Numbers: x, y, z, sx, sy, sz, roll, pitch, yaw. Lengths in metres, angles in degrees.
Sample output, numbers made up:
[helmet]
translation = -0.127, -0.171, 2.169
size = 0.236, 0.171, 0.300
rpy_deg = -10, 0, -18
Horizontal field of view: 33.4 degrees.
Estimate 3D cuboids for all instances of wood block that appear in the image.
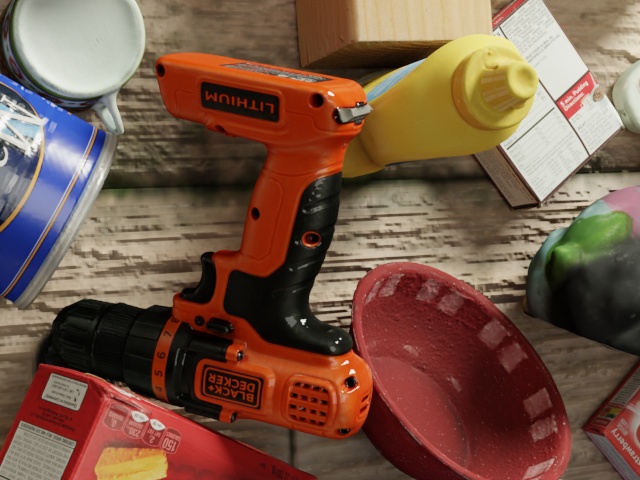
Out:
[wood block]
translation = 0.035, -0.212, 0.632
size = 0.090, 0.091, 0.206
rpy_deg = -4, 91, -21

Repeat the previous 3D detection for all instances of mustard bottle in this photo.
[mustard bottle]
translation = 0.060, -0.074, 0.584
size = 0.096, 0.192, 0.058
rpy_deg = -26, 98, -19

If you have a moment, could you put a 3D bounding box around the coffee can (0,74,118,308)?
[coffee can]
translation = -0.188, -0.042, 0.538
size = 0.140, 0.103, 0.103
rpy_deg = 29, 79, -18

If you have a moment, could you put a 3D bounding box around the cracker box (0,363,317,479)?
[cracker box]
translation = -0.107, 0.192, 0.544
size = 0.164, 0.072, 0.213
rpy_deg = 35, 70, -42

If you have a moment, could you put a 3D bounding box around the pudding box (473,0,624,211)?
[pudding box]
translation = 0.133, -0.090, 0.695
size = 0.090, 0.039, 0.113
rpy_deg = -41, 101, -16

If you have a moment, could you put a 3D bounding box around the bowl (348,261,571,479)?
[bowl]
translation = 0.070, 0.091, 0.634
size = 0.162, 0.055, 0.162
rpy_deg = 27, 35, -21

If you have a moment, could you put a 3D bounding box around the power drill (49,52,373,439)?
[power drill]
translation = -0.054, 0.001, 0.556
size = 0.184, 0.057, 0.188
rpy_deg = 11, 106, 16
